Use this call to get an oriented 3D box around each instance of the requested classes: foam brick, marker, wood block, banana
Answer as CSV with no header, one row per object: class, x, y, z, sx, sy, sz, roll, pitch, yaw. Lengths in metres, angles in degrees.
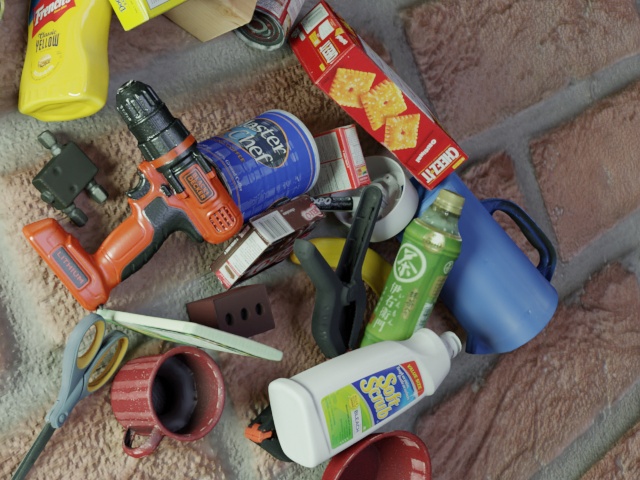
foam brick,-0.097,0.082,1.159,0.078,0.051,0.053,-17,95,-43
marker,-0.006,-0.043,1.259,0.121,0.020,0.020,0,82,-19
wood block,-0.166,-0.313,1.141,0.205,0.091,0.090,31,62,-35
banana,0.044,0.037,1.308,0.197,0.037,0.069,35,59,-33

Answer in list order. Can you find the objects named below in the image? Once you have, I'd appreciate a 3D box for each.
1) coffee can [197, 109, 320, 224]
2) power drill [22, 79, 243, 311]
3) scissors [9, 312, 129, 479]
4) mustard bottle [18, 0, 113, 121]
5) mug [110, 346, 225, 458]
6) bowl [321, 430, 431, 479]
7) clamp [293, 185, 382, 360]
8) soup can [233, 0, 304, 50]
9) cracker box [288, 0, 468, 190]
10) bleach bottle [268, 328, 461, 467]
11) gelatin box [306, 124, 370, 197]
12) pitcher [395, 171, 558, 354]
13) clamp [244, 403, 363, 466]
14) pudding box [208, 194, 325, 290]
coffee can,-0.084,-0.074,1.165,0.140,0.103,0.103,-30,103,-42
power drill,-0.191,-0.037,1.036,0.187,0.057,0.184,-37,107,-9
scissors,-0.248,0.149,1.005,0.201,0.016,0.096,-52,150,-36
mustard bottle,-0.246,-0.217,1.045,0.058,0.096,0.191,19,69,-51
mug,-0.160,0.164,1.064,0.093,0.082,0.117,42,56,-30
bowl,0.052,0.284,1.236,0.161,0.055,0.162,-15,116,-34
clamp,0.016,0.055,1.218,0.164,0.036,0.210,-29,129,-51
soup can,-0.056,-0.284,1.254,0.068,0.069,0.102,41,57,-30
cracker box,0.066,-0.174,1.289,0.213,0.072,0.164,40,13,-31
bleach bottle,0.062,0.157,1.206,0.250,0.068,0.102,-24,114,-34
gelatin box,0.013,-0.093,1.267,0.030,0.089,0.073,-20,96,-41
pitcher,0.199,0.016,1.394,0.242,0.145,0.149,50,31,-21
clamp,-0.010,0.200,1.224,0.171,0.039,0.120,10,80,-44
pudding box,-0.058,0.001,1.169,0.039,0.090,0.113,51,36,11
